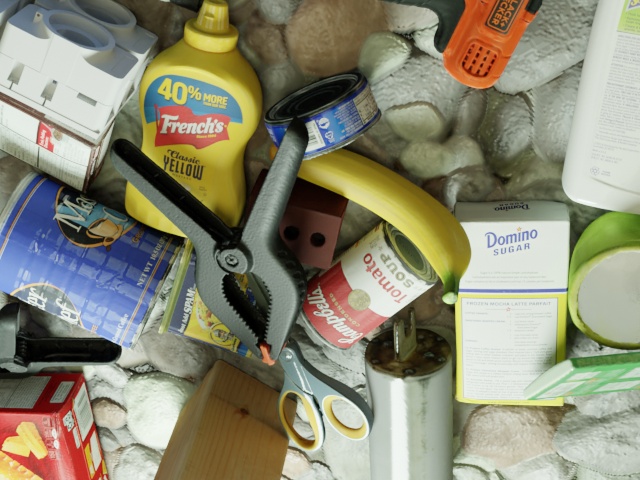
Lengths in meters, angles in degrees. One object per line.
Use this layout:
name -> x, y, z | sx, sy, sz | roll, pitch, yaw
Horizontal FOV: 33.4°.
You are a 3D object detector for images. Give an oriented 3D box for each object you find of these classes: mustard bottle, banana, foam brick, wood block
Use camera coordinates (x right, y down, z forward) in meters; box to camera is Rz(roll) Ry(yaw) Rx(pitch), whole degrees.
mustard bottle -> -0.096, -0.097, 0.841 | 0.096, 0.058, 0.192 | 16, 119, 6
banana -> 0.050, -0.029, 0.839 | 0.198, 0.069, 0.037 | 38, 124, 21
foam brick -> -0.020, -0.017, 0.876 | 0.078, 0.051, 0.053 | 13, 120, 1
wood block -> -0.091, 0.210, 0.920 | 0.090, 0.206, 0.090 | 31, 118, -8

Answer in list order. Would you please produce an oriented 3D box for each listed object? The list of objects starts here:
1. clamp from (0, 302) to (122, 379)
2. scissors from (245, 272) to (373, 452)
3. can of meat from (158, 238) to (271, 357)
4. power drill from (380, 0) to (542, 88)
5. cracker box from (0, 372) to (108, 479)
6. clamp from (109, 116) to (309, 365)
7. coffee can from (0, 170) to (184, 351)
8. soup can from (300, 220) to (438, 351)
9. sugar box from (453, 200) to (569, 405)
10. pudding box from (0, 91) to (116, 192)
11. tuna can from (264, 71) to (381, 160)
clamp -> -0.262, 0.100, 0.964 | 0.120, 0.039, 0.172 | 28, 149, -30
scissors -> -0.008, 0.100, 0.893 | 0.096, 0.016, 0.202 | 5, 124, 20
can of meat -> -0.084, 0.044, 0.916 | 0.084, 0.057, 0.102 | 19, 120, -4
power drill -> 0.081, -0.219, 0.749 | 0.187, 0.057, 0.185 | 23, 116, -3
cracker box -> -0.323, 0.213, 1.036 | 0.214, 0.072, 0.164 | -1, 117, 10
clamp -> -0.055, 0.001, 0.822 | 0.165, 0.036, 0.210 | -10, 115, 28
coffee can -> -0.199, 0.018, 0.893 | 0.140, 0.102, 0.103 | 26, 119, -6
soup can -> 0.039, 0.037, 0.887 | 0.102, 0.068, 0.068 | -39, 106, 24
sugar box -> 0.158, 0.053, 0.890 | 0.093, 0.048, 0.176 | 0, 114, 8
pudding box -> -0.225, -0.093, 0.853 | 0.113, 0.039, 0.090 | 29, 154, -5
tuna can -> 0.001, -0.095, 0.811 | 0.086, 0.086, 0.033 | -18, 112, 17
